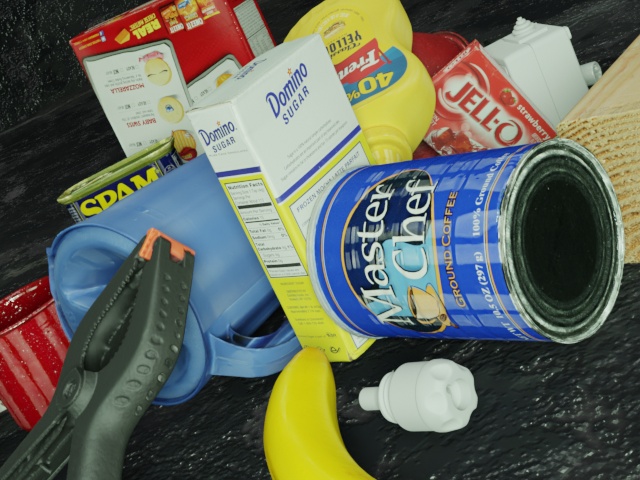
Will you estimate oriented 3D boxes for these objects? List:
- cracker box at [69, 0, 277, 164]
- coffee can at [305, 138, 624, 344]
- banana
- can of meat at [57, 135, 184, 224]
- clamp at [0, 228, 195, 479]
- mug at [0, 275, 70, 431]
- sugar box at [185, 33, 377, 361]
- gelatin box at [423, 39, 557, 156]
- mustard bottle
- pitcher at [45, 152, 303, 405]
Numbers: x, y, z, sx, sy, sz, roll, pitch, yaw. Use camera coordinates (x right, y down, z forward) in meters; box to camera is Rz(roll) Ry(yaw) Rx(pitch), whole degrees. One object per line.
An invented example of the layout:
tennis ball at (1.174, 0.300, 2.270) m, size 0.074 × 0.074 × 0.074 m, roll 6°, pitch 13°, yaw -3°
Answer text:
cracker box at (-0.105, -0.120, 0.975) m, size 0.164 × 0.213 × 0.072 m, roll -16°, pitch 19°, yaw 26°
coffee can at (0.076, 0.003, 0.578) m, size 0.141 × 0.103 × 0.102 m, roll -4°, pitch 29°, yaw 48°
banana at (0.012, 0.103, 0.487) m, size 0.069 × 0.037 × 0.198 m, roll -19°, pitch 24°, yaw -20°
can of meat at (-0.143, -0.022, 0.852) m, size 0.102 × 0.084 × 0.057 m, roll -26°, pitch 14°, yaw 6°
clamp at (-0.130, 0.093, 0.591) m, size 0.165 × 0.036 × 0.210 m, roll -7°, pitch 58°, yaw 51°
mug at (-0.209, 0.085, 0.767) m, size 0.117 × 0.081 × 0.093 m, roll -20°, pitch 19°, yaw 24°
sugar box at (-0.004, -0.023, 0.639) m, size 0.048 × 0.176 × 0.093 m, roll -8°, pitch 26°, yaw 43°
gelatin box at (0.112, -0.086, 0.765) m, size 0.073 × 0.089 × 0.030 m, roll -41°, pitch 13°, yaw 19°
mustard bottle at (0.029, -0.100, 0.741) m, size 0.096 × 0.058 × 0.191 m, roll -26°, pitch 41°, yaw 13°
pitcher at (-0.055, 0.001, 0.748) m, size 0.145 × 0.149 × 0.242 m, roll -29°, pitch 8°, yaw 45°
